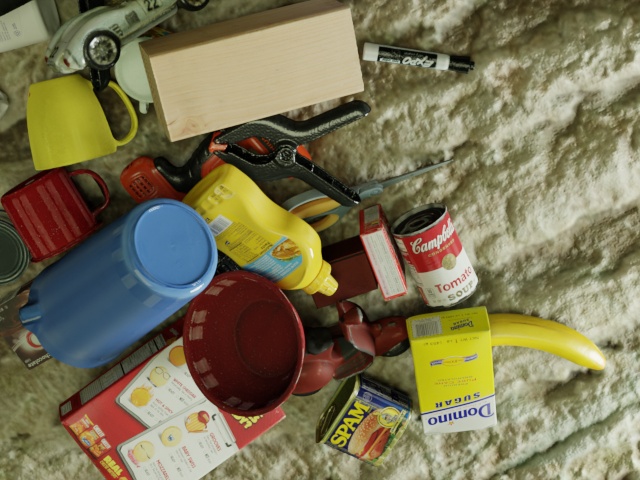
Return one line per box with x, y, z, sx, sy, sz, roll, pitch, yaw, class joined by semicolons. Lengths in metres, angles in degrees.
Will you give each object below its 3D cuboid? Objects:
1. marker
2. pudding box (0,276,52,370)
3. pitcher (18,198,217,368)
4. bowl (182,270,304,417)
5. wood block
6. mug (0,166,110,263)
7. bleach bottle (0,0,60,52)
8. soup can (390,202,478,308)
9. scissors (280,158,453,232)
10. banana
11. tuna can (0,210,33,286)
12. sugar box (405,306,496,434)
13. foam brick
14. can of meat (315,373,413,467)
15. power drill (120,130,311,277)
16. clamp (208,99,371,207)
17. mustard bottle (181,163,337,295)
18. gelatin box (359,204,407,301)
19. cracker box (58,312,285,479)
0.106;-0.196;1.150;0.121;0.020;0.020;8;113;-1;marker
-0.327;0.090;1.278;0.113;0.039;0.090;-29;109;13;pudding box
-0.204;0.043;1.154;0.145;0.149;0.243;40;142;-16;pitcher
-0.074;0.112;1.187;0.162;0.055;0.162;2;94;31;bowl
-0.071;-0.178;1.095;0.206;0.090;0.091;-16;113;-10;wood block
-0.294;-0.038;1.199;0.117;0.093;0.081;-28;105;-1;mug
-0.411;-0.237;1.130;0.251;0.068;0.102;-10;113;9;bleach bottle
0.131;0.018;1.215;0.068;0.068;0.102;-22;111;11;soup can
0.049;-0.048;1.211;0.201;0.016;0.096;-13;155;-17;scissors
0.246;0.119;1.274;0.198;0.037;0.070;4;135;2;banana
-0.379;0.008;1.248;0.086;0.033;0.086;1;113;2;tuna can
0.157;0.157;1.258;0.093;0.048;0.176;-8;130;6;sugar box
0.024;0.035;1.235;0.078;0.053;0.051;-19;111;11;foam brick
0.054;0.220;1.310;0.084;0.057;0.102;26;112;-12;can of meat
-0.103;-0.056;1.198;0.188;0.057;0.184;-36;110;15;power drill
-0.028;-0.105;1.121;0.171;0.039;0.120;12;113;-6;clamp
-0.057;0.001;1.161;0.191;0.058;0.096;37;132;-19;mustard bottle
0.072;0.013;1.212;0.030;0.073;0.089;-19;111;10;gelatin box
-0.177;0.202;1.270;0.213;0.072;0.164;-36;110;-7;cracker box
